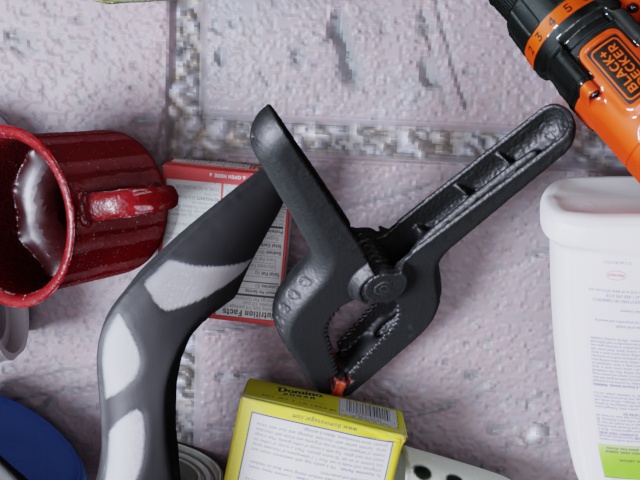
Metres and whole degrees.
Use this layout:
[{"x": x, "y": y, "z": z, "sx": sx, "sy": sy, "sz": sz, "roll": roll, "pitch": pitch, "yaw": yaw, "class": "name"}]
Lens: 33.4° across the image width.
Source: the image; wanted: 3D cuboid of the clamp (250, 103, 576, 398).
[{"x": 0.019, "y": 0.009, "z": 0.550, "sx": 0.164, "sy": 0.036, "sz": 0.210, "roll": 3, "pitch": 133, "yaw": -25, "class": "clamp"}]

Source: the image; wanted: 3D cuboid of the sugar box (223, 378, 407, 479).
[{"x": -0.016, "y": 0.174, "z": 0.598, "sx": 0.093, "sy": 0.048, "sz": 0.176, "roll": 13, "pitch": 100, "yaw": 1, "class": "sugar box"}]

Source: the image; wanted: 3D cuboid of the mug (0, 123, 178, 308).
[{"x": -0.126, "y": -0.018, "z": 0.563, "sx": 0.117, "sy": 0.081, "sz": 0.093, "roll": -7, "pitch": 93, "yaw": 34, "class": "mug"}]

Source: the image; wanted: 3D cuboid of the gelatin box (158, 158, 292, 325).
[{"x": -0.054, "y": 0.001, "z": 0.606, "sx": 0.073, "sy": 0.030, "sz": 0.089, "roll": 5, "pitch": 102, "yaw": 2, "class": "gelatin box"}]
